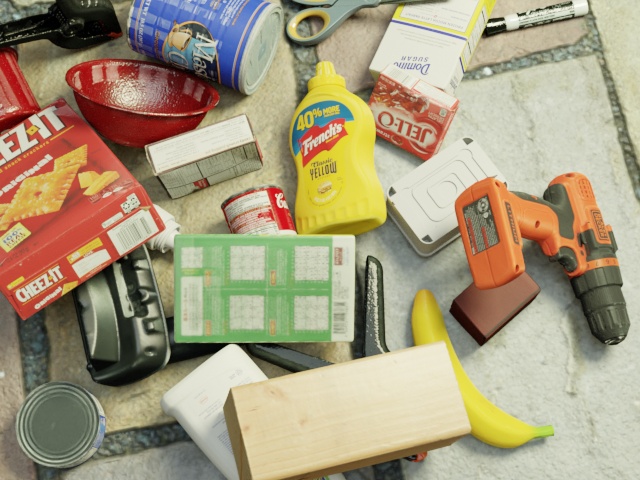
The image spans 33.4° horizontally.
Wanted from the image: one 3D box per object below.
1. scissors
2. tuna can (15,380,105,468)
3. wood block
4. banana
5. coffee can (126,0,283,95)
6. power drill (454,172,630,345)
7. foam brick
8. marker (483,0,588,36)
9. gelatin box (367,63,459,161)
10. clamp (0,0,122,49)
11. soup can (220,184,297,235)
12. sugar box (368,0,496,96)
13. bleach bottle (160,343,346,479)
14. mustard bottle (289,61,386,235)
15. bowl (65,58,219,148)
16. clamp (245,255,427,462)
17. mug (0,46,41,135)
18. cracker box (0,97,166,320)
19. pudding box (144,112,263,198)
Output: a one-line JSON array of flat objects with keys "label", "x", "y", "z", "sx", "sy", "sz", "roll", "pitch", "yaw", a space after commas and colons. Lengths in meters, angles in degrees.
[{"label": "scissors", "x": 0.044, "y": -0.250, "z": 1.175, "sx": 0.202, "sy": 0.016, "sz": 0.096, "roll": 17, "pitch": 85, "yaw": 24}, {"label": "tuna can", "x": -0.262, "y": 0.187, "z": 1.082, "sx": 0.086, "sy": 0.034, "sz": 0.086, "roll": -1, "pitch": 74, "yaw": 2}, {"label": "wood block", "x": 0.022, "y": 0.166, "z": 0.995, "sx": 0.206, "sy": 0.091, "sz": 0.090, "roll": -11, "pitch": 73, "yaw": -13}, {"label": "banana", "x": 0.144, "y": 0.140, "z": 1.078, "sx": 0.069, "sy": 0.037, "sz": 0.198, "roll": -34, "pitch": 76, "yaw": -27}, {"label": "coffee can", "x": -0.124, "y": -0.230, "z": 1.158, "sx": 0.140, "sy": 0.103, "sz": 0.102, "roll": 22, "pitch": 76, "yaw": 9}, {"label": "power drill", "x": 0.223, "y": 0.014, "z": 1.047, "sx": 0.187, "sy": 0.057, "sz": 0.184, "roll": 6, "pitch": 62, "yaw": -41}, {"label": "foam brick", "x": 0.177, "y": 0.061, "z": 1.088, "sx": 0.078, "sy": 0.053, "sz": 0.051, "roll": -40, "pitch": 76, "yaw": -10}, {"label": "marker", "x": 0.237, "y": -0.249, "z": 1.190, "sx": 0.121, "sy": 0.020, "sz": 0.020, "roll": -13, "pitch": 74, "yaw": -1}, {"label": "gelatin box", "x": 0.095, "y": -0.135, "z": 1.135, "sx": 0.089, "sy": 0.073, "sz": 0.030, "roll": 30, "pitch": 43, "yaw": 11}, {"label": "clamp", "x": -0.284, "y": -0.234, "z": 1.147, "sx": 0.120, "sy": 0.171, "sz": 0.039, "roll": -29, "pitch": 75, "yaw": 19}, {"label": "soup can", "x": -0.057, "y": 0.001, "z": 1.107, "sx": 0.068, "sy": 0.068, "sz": 0.102, "roll": -18, "pitch": 75, "yaw": -3}, {"label": "sugar box", "x": 0.131, "y": -0.242, "z": 1.173, "sx": 0.093, "sy": 0.048, "sz": 0.176, "roll": 20, "pitch": 78, "yaw": 23}, {"label": "bleach bottle", "x": -0.043, "y": 0.227, "z": 1.047, "sx": 0.102, "sy": 0.068, "sz": 0.251, "roll": -38, "pitch": 78, "yaw": -9}, {"label": "mustard bottle", "x": 0.013, "y": -0.100, "z": 1.131, "sx": 0.096, "sy": 0.058, "sz": 0.191, "roll": -16, "pitch": 70, "yaw": 32}, {"label": "bowl", "x": -0.191, "y": -0.141, "z": 1.133, "sx": 0.162, "sy": 0.162, "sz": 0.055, "roll": 16, "pitch": 116, "yaw": 7}, {"label": "clamp", "x": 0.049, "y": 0.127, "z": 1.083, "sx": 0.164, "sy": 0.036, "sz": 0.210, "roll": -40, "pitch": 79, "yaw": -10}, {"label": "mug", "x": -0.353, "y": -0.155, "z": 1.143, "sx": 0.093, "sy": 0.117, "sz": 0.081, "roll": -27, "pitch": 80, "yaw": -12}, {"label": "cracker box", "x": -0.277, "y": -0.040, "z": 1.072, "sx": 0.164, "sy": 0.072, "sz": 0.214, "roll": -34, "pitch": 44, "yaw": -12}, {"label": "pudding box", "x": -0.120, "y": -0.088, "z": 1.124, "sx": 0.113, "sy": 0.090, "sz": 0.039, "roll": -21, "pitch": 76, "yaw": -3}]
